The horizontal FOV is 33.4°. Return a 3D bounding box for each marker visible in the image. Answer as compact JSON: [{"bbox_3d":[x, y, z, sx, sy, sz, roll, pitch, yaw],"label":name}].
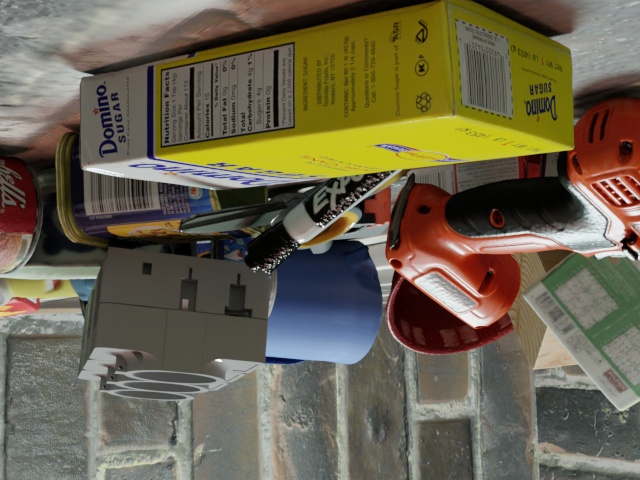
[{"bbox_3d":[0.011,-0.023,0.506,0.121,0.020,0.020,-38,162,16],"label":"marker"}]

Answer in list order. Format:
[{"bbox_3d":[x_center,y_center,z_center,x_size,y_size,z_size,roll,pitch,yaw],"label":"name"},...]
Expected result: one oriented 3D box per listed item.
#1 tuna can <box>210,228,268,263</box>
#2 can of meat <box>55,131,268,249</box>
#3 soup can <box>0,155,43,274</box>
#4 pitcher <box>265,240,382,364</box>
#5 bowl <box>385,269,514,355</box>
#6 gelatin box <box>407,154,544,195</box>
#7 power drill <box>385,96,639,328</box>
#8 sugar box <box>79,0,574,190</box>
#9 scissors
[{"bbox_3d":[-0.055,0.001,0.708,0.033,0.086,0.086,1,174,-9],"label":"tuna can"},{"bbox_3d":[-0.080,-0.027,0.567,0.084,0.057,0.102,-4,174,12],"label":"can of meat"},{"bbox_3d":[-0.211,-0.018,0.571,0.069,0.068,0.102,-6,172,40],"label":"soup can"},{"bbox_3d":[-0.072,0.064,1.099,0.242,0.149,0.145,5,-177,-27],"label":"pitcher"},{"bbox_3d":[0.124,0.026,0.924,0.162,0.055,0.162,-12,136,-12],"label":"bowl"},{"bbox_3d":[0.112,-0.034,0.679,0.089,0.030,0.073,-6,173,41],"label":"gelatin box"},{"bbox_3d":[0.144,0.003,0.586,0.188,0.057,0.184,-15,137,45],"label":"power drill"},{"bbox_3d":[-0.002,-0.049,0.417,0.177,0.048,0.093,-7,172,37],"label":"sugar box"},{"bbox_3d":[-0.001,-0.026,0.552,0.096,0.016,0.201,-38,168,8],"label":"scissors"}]
